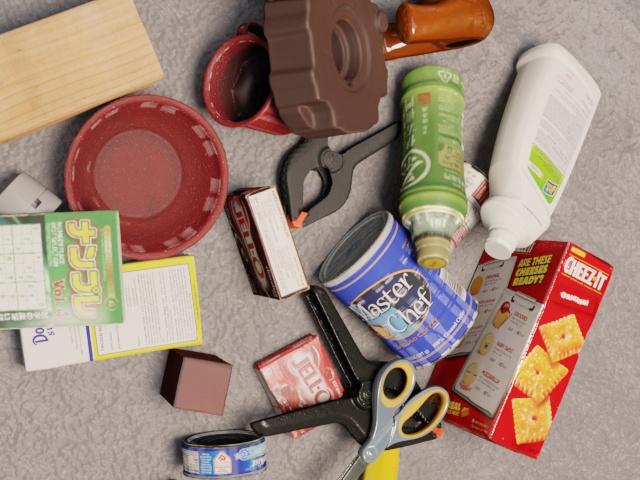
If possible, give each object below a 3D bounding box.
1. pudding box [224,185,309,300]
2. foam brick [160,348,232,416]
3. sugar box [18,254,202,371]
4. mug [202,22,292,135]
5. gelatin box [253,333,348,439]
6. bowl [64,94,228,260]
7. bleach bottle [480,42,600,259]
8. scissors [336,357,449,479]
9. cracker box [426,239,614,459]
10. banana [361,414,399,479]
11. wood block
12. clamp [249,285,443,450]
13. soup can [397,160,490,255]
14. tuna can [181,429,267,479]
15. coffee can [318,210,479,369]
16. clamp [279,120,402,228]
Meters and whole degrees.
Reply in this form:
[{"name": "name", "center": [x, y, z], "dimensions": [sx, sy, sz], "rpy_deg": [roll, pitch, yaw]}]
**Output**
[{"name": "pudding box", "center": [-0.057, 0.001, 1.083], "dimensions": [0.039, 0.090, 0.113], "rpy_deg": [-23, 99, -18]}, {"name": "foam brick", "center": [-0.125, 0.140, 1.070], "dimensions": [0.053, 0.078, 0.051], "rpy_deg": [12, 88, -17]}, {"name": "sugar box", "center": [-0.209, 0.070, 1.058], "dimensions": [0.176, 0.048, 0.093], "rpy_deg": [-7, 93, -15]}, {"name": "mug", "center": [-0.059, -0.163, 1.073], "dimensions": [0.081, 0.093, 0.117], "rpy_deg": [10, 65, -55]}, {"name": "gelatin box", "center": [-0.019, 0.154, 1.131], "dimensions": [0.073, 0.030, 0.089], "rpy_deg": [-27, 100, -17]}, {"name": "bowl", "center": [-0.175, -0.063, 1.055], "dimensions": [0.161, 0.055, 0.162], "rpy_deg": [-3, 99, -21]}, {"name": "bleach bottle", "center": [0.223, -0.091, 1.144], "dimensions": [0.102, 0.068, 0.250], "rpy_deg": [40, 57, -21]}, {"name": "scissors", "center": [0.046, 0.196, 1.086], "dimensions": [0.201, 0.016, 0.096], "rpy_deg": [-31, 101, -22]}, {"name": "cracker box", "center": [0.206, 0.108, 1.136], "dimensions": [0.072, 0.164, 0.213], "rpy_deg": [27, 83, -19]}, {"name": "banana", "center": [0.049, 0.258, 1.152], "dimensions": [0.069, 0.037, 0.198], "rpy_deg": [23, 84, -17]}, {"name": "wood block", "center": [-0.265, -0.154, 1.010], "dimensions": [0.205, 0.091, 0.090], "rpy_deg": [-25, 99, -17]}, {"name": "clamp", "center": [0.033, 0.167, 1.110], "dimensions": [0.210, 0.036, 0.164], "rpy_deg": [36, 69, -17]}, {"name": "soup can", "center": [0.136, -0.031, 1.160], "dimensions": [0.068, 0.069, 0.102], "rpy_deg": [44, 78, -15]}, {"name": "tuna can", "center": [-0.097, 0.215, 1.076], "dimensions": [0.086, 0.086, 0.034], "rpy_deg": [-3, 91, -19]}, {"name": "coffee can", "center": [0.082, 0.052, 1.125], "dimensions": [0.140, 0.103, 0.102], "rpy_deg": [44, 78, -15]}, {"name": "clamp", "center": [0.016, -0.085, 1.134], "dimensions": [0.120, 0.039, 0.171], "rpy_deg": [21, 82, -13]}]
